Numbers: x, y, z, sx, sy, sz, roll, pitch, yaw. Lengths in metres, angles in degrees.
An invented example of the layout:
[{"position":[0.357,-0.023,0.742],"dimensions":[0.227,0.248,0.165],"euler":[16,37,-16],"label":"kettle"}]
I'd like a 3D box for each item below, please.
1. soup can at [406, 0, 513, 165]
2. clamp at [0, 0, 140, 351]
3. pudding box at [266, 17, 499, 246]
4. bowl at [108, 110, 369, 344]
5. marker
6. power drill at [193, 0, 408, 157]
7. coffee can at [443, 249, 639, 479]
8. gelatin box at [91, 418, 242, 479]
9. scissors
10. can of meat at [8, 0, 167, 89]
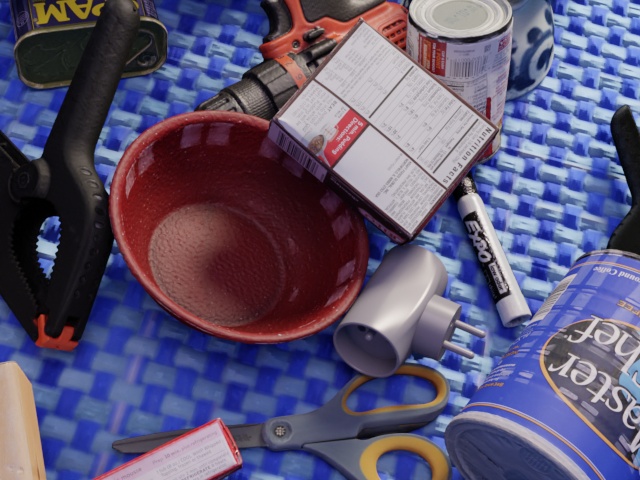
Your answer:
[{"position":[0.089,-0.107,0.703],"dimensions":[0.068,0.102,0.068],"euler":[-2,43,1],"label":"soup can"},{"position":[-0.178,-0.035,0.655],"dimensions":[0.165,0.036,0.210],"euler":[-11,74,29],"label":"clamp"},{"position":[0.038,-0.066,0.653],"dimensions":[0.113,0.039,0.090],"euler":[40,79,1],"label":"pudding box"},{"position":[-0.054,0.001,0.649],"dimensions":[0.162,0.055,0.162],"euler":[12,55,-18],"label":"bowl"},{"position":[0.108,0.000,0.704],"dimensions":[0.020,0.020,0.121],"euler":[-12,64,-14],"label":"marker"},{"position":[-0.037,-0.166,0.705],"dimensions":[0.184,0.057,0.187],"euler":[-31,109,-23],"label":"power drill"},{"position":[0.152,0.089,0.613],"dimensions":[0.103,0.103,0.140],"euler":[37,63,13],"label":"coffee can"},{"position":[-0.086,0.129,0.568],"dimensions":[0.089,0.073,0.030],"euler":[-26,79,-9],"label":"gelatin box"},{"position":[-0.010,0.128,0.621],"dimensions":[0.201,0.016,0.096],"euler":[-17,65,-16],"label":"scissors"},{"position":[-0.163,-0.159,0.735],"dimensions":[0.102,0.057,0.084],"euler":[-10,61,-13],"label":"can of meat"}]
